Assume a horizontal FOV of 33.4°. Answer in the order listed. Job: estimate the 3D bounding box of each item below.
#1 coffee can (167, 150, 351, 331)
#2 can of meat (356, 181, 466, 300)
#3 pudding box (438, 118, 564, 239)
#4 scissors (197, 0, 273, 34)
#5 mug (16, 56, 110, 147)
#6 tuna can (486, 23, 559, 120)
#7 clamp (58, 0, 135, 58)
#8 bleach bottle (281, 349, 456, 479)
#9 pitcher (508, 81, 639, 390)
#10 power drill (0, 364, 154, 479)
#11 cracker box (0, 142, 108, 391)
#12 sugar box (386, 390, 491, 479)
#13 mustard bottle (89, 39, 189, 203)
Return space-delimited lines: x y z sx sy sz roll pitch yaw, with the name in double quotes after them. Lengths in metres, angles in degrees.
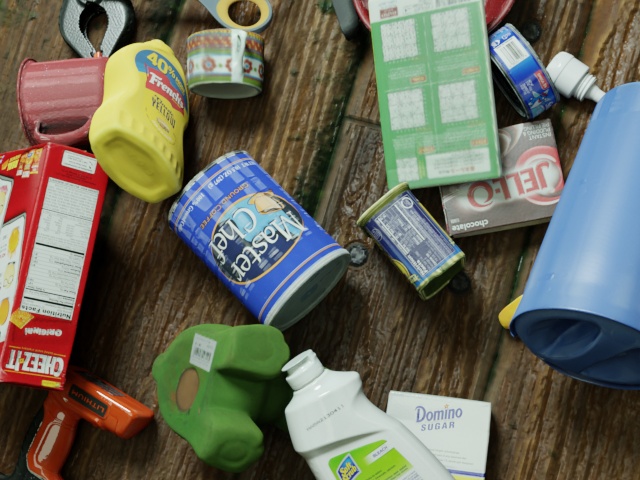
-0.056 0.001 0.980 0.103 0.102 0.140 -45 75 1 "coffee can"
0.084 0.003 0.955 0.057 0.102 0.084 -40 78 1 "can of meat"
0.165 -0.055 0.980 0.113 0.039 0.090 -12 80 9 "pudding box"
-0.130 -0.232 1.044 0.202 0.016 0.096 -13 79 11 "scissors"
-0.236 -0.126 1.015 0.081 0.093 0.117 -5 35 5 "mug"
0.179 -0.152 0.970 0.034 0.086 0.086 -34 76 5 "tuna can"
-0.222 -0.255 1.090 0.120 0.039 0.171 -19 81 12 "clamp"
0.058 0.194 0.863 0.102 0.068 0.251 -35 94 -5 "bleach bottle"
0.261 -0.009 0.878 0.149 0.145 0.242 18 66 11 "pitcher"
-0.235 0.226 0.999 0.184 0.057 0.187 30 87 14 "power drill"
-0.272 0.024 0.992 0.164 0.072 0.213 -1 77 56 "cracker box"
0.097 0.226 0.942 0.093 0.048 0.176 7 79 8 "sugar box"
-0.162 -0.128 0.995 0.058 0.096 0.191 -27 38 22 "mustard bottle"
